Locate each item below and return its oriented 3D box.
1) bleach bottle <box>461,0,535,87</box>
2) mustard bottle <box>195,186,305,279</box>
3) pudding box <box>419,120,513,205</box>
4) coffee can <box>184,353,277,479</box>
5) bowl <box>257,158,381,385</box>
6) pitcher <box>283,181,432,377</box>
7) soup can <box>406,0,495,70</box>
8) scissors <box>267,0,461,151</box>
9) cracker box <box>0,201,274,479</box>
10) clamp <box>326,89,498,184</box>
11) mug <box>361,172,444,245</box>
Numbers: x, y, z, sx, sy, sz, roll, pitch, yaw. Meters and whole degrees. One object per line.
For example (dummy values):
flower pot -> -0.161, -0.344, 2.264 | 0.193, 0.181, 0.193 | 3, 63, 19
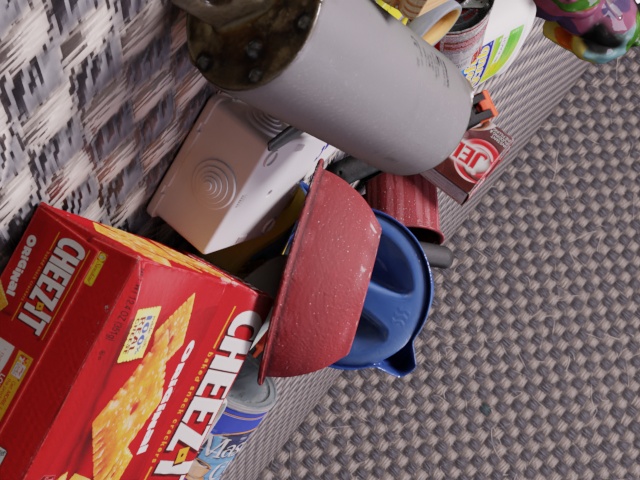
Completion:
bleach bottle -> 0.112, -0.162, 0.990 | 0.250, 0.068, 0.103 | -40, 163, -45
mustard bottle -> -0.056, 0.001, 0.786 | 0.096, 0.058, 0.192 | -42, 167, -39
pudding box -> 0.142, -0.107, 1.177 | 0.090, 0.113, 0.039 | -49, 170, -23
coffee can -> -0.118, 0.168, 0.969 | 0.140, 0.103, 0.102 | -55, 170, 19
bowl -> 0.004, 0.028, 0.730 | 0.162, 0.055, 0.162 | 18, 87, -89
pitcher -> 0.038, 0.034, 0.975 | 0.242, 0.145, 0.149 | 15, 85, -80
soup can -> 0.101, -0.179, 0.849 | 0.068, 0.068, 0.102 | -52, 171, -5
scissors -> 0.023, -0.090, 0.681 | 0.201, 0.016, 0.096 | -43, 169, -30
cracker box -> -0.117, 0.080, 0.600 | 0.164, 0.072, 0.213 | -62, 162, 0
clamp -> 0.085, -0.094, 1.028 | 0.172, 0.039, 0.120 | -29, -177, 26
mug -> 0.082, -0.035, 1.214 | 0.117, 0.081, 0.093 | -15, 155, 33
